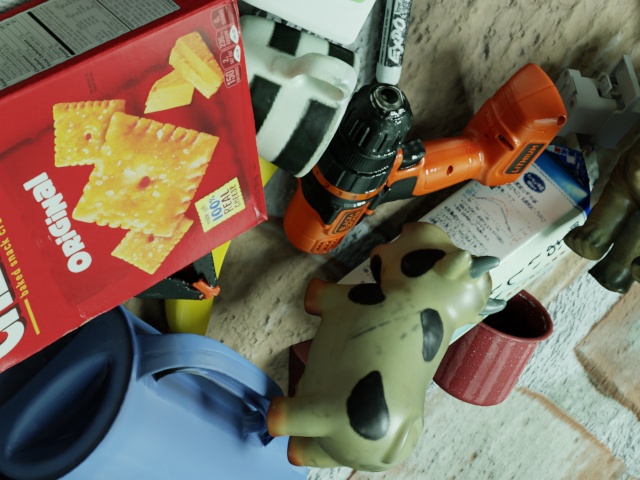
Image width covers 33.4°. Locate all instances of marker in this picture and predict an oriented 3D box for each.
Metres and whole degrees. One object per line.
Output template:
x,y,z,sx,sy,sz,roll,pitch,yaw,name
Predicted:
0.050,-0.139,0.731,0.020,0.020,0.121,-13,128,-27,marker

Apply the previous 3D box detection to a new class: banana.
-0.066,-0.007,0.736,0.069,0.037,0.198,19,110,-39,banana

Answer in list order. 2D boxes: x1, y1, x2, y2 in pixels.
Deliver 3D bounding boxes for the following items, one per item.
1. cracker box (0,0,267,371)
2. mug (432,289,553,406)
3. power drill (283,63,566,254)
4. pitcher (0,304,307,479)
-0.135,-0.034,0.554,0.213,0.072,0.164,-32,142,-24,cracker box
0.144,0.083,0.923,0.117,0.093,0.082,-42,158,-58,mug
0.073,-0.066,0.732,0.187,0.057,0.185,-17,163,-24,power drill
-0.103,0.135,0.748,0.145,0.149,0.242,-58,139,-7,pitcher
